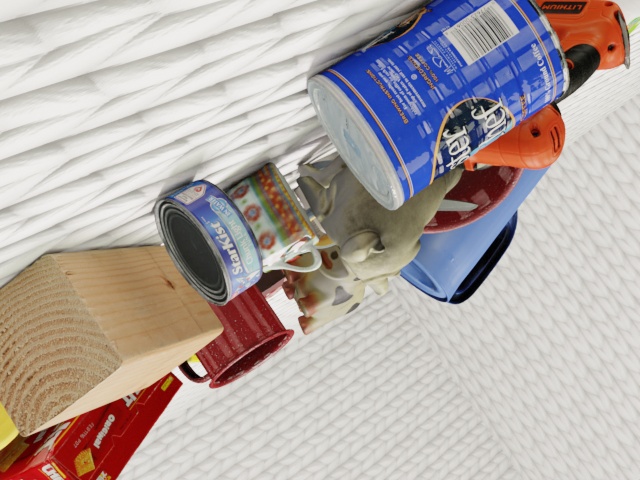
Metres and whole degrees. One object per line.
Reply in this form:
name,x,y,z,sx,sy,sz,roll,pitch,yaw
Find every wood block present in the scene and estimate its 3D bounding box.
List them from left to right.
wood block,-0.159,0.065,0.786,0.090,0.091,0.206,-36,173,12

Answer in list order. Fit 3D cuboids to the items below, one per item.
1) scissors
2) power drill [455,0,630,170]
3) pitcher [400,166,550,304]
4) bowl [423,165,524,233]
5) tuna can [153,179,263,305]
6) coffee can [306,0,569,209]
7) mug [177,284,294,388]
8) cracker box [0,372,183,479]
scissors,0.056,-0.021,1.018,0.201,0.016,0.096,18,111,-35
power drill,0.141,-0.124,0.841,0.185,0.057,0.187,15,-132,42
pitcher,0.176,-0.049,1.256,0.242,0.145,0.149,-48,168,-9
bowl,0.119,-0.085,1.045,0.162,0.055,0.162,-10,132,-11
tuna can,-0.078,0.001,0.748,0.033,0.086,0.086,-33,174,-25
coffee can,0.077,-0.100,0.708,0.140,0.103,0.103,-34,173,-7
mug,-0.092,0.084,0.989,0.117,0.081,0.093,-42,165,26
cracker box,-0.257,0.202,1.062,0.214,0.072,0.164,-28,-160,40
